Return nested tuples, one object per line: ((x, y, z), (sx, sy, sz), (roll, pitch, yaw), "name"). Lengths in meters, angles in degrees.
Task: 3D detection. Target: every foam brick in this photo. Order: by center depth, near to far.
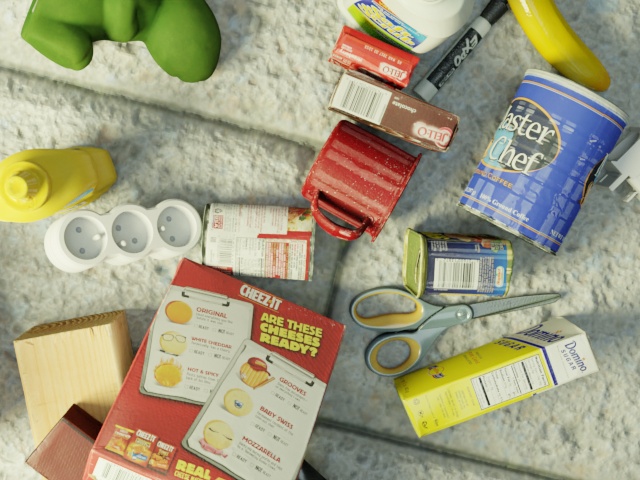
((-0.202, 0.187, 0.918), (0.078, 0.053, 0.051), (39, 92, -4), "foam brick")

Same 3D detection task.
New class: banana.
((0.207, -0.220, 0.983), (0.069, 0.037, 0.198), (-26, 97, -15), "banana")

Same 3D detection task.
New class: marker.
((0.133, -0.181, 0.999), (0.020, 0.020, 0.121), (41, 93, -5), "marker")

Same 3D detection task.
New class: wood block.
((-0.212, 0.177, 0.989), (0.091, 0.090, 0.206), (-10, 95, -2), "wood block")

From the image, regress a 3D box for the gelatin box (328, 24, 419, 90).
((0.046, -0.162, 0.963), (0.073, 0.089, 0.030), (24, 93, -4), "gelatin box")

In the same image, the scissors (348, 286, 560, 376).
((0.126, 0.089, 1.026), (0.201, 0.016, 0.096), (6, 97, -2), "scissors")

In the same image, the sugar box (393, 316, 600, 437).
((0.160, 0.124, 0.991), (0.176, 0.093, 0.048), (-23, 96, 0), "sugar box")

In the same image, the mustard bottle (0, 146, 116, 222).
((-0.237, -0.048, 0.916), (0.096, 0.191, 0.058), (-18, 95, 0), "mustard bottle")

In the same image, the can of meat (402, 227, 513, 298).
((0.124, 0.021, 0.977), (0.084, 0.102, 0.057), (2, 95, -4), "can of meat")

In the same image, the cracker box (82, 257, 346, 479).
((-0.086, 0.139, 0.917), (0.164, 0.213, 0.072), (23, 138, -4), "cracker box")

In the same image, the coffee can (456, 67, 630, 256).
((0.201, -0.071, 0.969), (0.103, 0.103, 0.140), (27, 94, -4), "coffee can")

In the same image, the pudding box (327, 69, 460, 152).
((0.064, -0.115, 0.968), (0.113, 0.090, 0.039), (23, 94, -3), "pudding box")

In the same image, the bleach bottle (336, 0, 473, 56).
((0.070, -0.204, 0.879), (0.102, 0.251, 0.068), (40, 93, -5), "bleach bottle")

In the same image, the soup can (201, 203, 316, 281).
((-0.056, 0.001, 0.987), (0.102, 0.068, 0.068), (3, 95, -1), "soup can")

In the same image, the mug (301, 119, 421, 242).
((0.030, -0.049, 0.967), (0.081, 0.093, 0.117), (29, 56, 1), "mug")
